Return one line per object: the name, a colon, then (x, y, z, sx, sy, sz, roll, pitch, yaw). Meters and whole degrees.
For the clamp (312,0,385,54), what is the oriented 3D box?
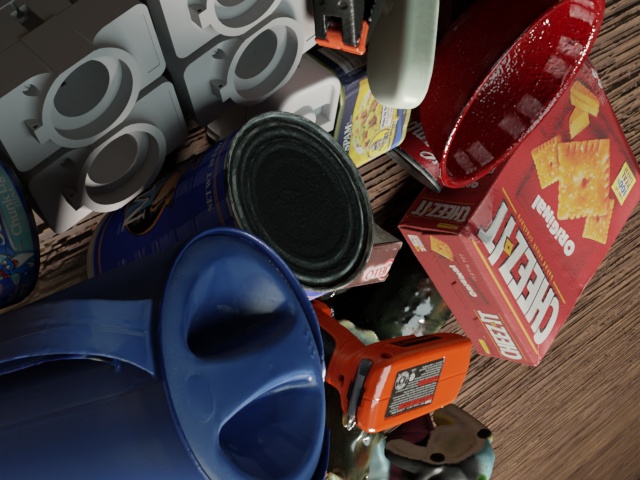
clamp: (0.023, -0.187, 0.557, 0.120, 0.039, 0.171, 3, 100, -62)

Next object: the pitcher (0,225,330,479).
pitcher: (-0.129, 0.084, 0.524, 0.243, 0.149, 0.144, -18, -161, 28)

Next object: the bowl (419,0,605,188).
bowl: (0.117, -0.114, 0.716, 0.162, 0.055, 0.162, -41, 159, -20)

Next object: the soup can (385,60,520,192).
soup can: (0.097, -0.096, 0.810, 0.102, 0.069, 0.068, -49, 153, 0)

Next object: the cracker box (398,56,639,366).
cracker box: (0.177, -0.030, 0.888, 0.213, 0.072, 0.164, -53, 127, -25)

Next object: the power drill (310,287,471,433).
power drill: (0.011, 0.058, 0.755, 0.184, 0.188, 0.057, -12, 120, -46)

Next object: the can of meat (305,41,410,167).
can of meat: (0.017, -0.092, 0.711, 0.083, 0.057, 0.102, -30, 147, -34)

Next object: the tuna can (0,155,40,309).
tuna can: (-0.172, -0.005, 0.514, 0.033, 0.086, 0.086, -23, 143, -42)

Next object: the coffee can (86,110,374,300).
coffee can: (-0.054, 0.001, 0.610, 0.102, 0.103, 0.141, -16, 172, -46)
